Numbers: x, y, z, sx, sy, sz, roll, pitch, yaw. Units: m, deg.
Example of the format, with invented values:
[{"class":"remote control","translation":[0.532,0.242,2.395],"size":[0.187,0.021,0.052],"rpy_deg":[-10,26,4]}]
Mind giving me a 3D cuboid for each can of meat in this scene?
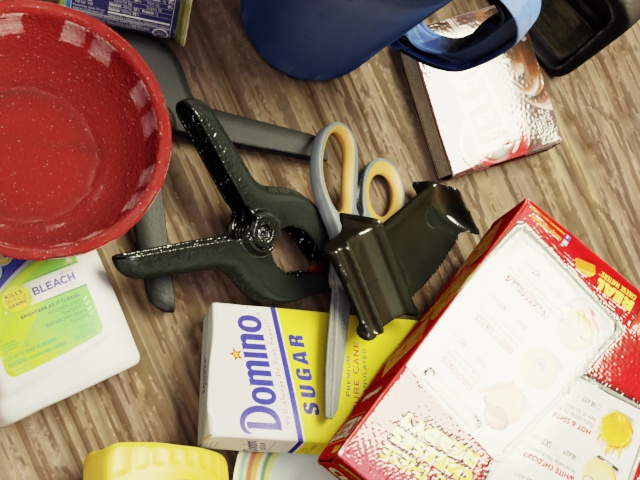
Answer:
[{"class":"can of meat","translation":[-0.123,-0.181,0.709],"size":[0.084,0.057,0.102],"rpy_deg":[10,42,-8]}]

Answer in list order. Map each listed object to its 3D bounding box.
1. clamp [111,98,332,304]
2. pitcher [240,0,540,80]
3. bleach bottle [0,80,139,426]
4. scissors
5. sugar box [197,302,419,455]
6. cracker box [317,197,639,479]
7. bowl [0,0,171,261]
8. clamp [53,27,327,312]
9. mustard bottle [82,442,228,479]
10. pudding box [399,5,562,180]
[{"class":"clamp","translation":[-0.055,0.001,0.702],"size":[0.171,0.039,0.120],"rpy_deg":[38,78,-29]},{"class":"pitcher","translation":[0.028,-0.171,0.663],"size":[0.145,0.243,0.149],"rpy_deg":[-5,85,-13]},{"class":"bleach bottle","translation":[-0.211,-0.015,0.687],"size":[0.102,0.068,0.251],"rpy_deg":[-25,88,-16]},{"class":"scissors","translation":[0.029,0.019,0.731],"size":[0.096,0.016,0.202],"rpy_deg":[6,75,-44]},{"class":"sugar box","translation":[0.008,0.097,0.723],"size":[0.176,0.048,0.093],"rpy_deg":[6,66,-15]},{"class":"cracker box","translation":[0.127,0.107,0.686],"size":[0.164,0.072,0.213],"rpy_deg":[39,71,0]},{"class":"bowl","translation":[-0.175,-0.061,0.645],"size":[0.162,0.055,0.162],"rpy_deg":[6,74,-21]},{"class":"clamp","translation":[-0.105,-0.079,0.730],"size":[0.164,0.036,0.210],"rpy_deg":[-38,97,-15]},{"class":"mustard bottle","translation":[-0.099,0.224,0.655],"size":[0.096,0.058,0.191],"rpy_deg":[18,59,-42]},{"class":"pudding box","translation":[0.115,-0.109,0.782],"size":[0.090,0.039,0.113],"rpy_deg":[-18,88,-14]}]
